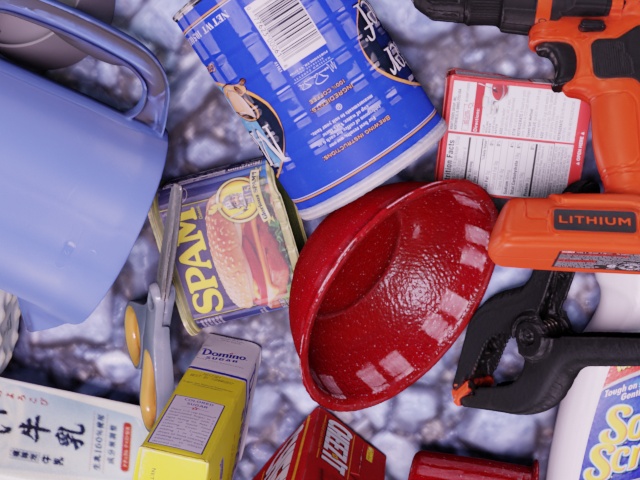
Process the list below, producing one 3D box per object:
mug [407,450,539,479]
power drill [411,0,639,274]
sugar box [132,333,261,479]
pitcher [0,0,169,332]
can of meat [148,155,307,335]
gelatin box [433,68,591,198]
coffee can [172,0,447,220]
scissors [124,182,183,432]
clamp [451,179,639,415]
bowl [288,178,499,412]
[{"bbox_3d":[0.094,0.192,0.690,0.081,0.117,0.093,7,140,10],"label":"mug"},{"bbox_3d":[0.136,-0.079,0.595,0.184,0.057,0.187,4,76,8],"label":"power drill"},{"bbox_3d":[-0.075,0.132,0.658,0.048,0.176,0.093,13,107,5],"label":"sugar box"},{"bbox_3d":[-0.214,-0.065,0.610,0.242,0.149,0.145,27,147,-21],"label":"pitcher"},{"bbox_3d":[-0.054,0.001,0.682,0.084,0.057,0.102,-14,103,9],"label":"can of meat"},{"bbox_3d":[0.117,-0.064,0.655,0.089,0.030,0.073,6,108,5],"label":"gelatin box"},{"bbox_3d":[-0.005,-0.097,0.624,0.103,0.102,0.140,-31,99,14],"label":"coffee can"},{"bbox_3d":[-0.105,0.030,0.664,0.016,0.096,0.202,-7,125,-22],"label":"scissors"},{"bbox_3d":[0.137,0.045,0.656,0.172,0.039,0.120,-36,59,42],"label":"clamp"},{"bbox_3d":[0.035,0.023,0.649,0.055,0.161,0.162,37,112,37],"label":"bowl"}]
